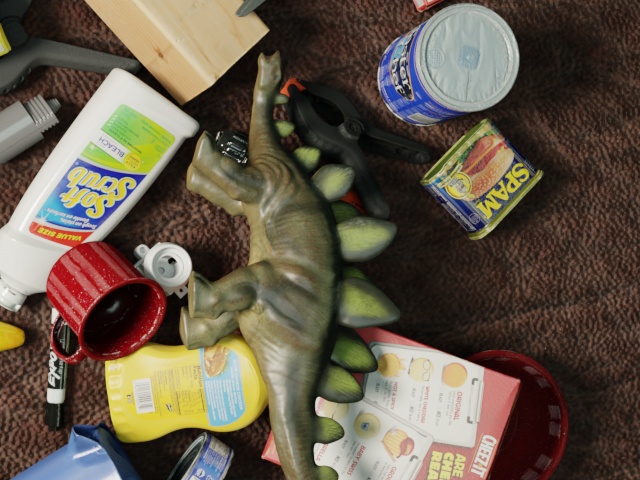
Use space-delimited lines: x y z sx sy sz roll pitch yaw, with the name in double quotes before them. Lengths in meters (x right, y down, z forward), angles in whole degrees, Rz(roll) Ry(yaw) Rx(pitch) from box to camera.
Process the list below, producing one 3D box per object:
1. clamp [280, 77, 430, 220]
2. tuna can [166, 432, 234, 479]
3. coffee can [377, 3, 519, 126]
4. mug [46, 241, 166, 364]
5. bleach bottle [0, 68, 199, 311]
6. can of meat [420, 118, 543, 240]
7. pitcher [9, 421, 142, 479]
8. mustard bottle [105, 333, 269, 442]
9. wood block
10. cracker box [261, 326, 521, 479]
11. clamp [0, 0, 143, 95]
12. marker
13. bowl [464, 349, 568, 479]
"clamp" 0.036 -0.107 1.097 0.171 0.039 0.120 48 43 1
"tuna can" -0.123 0.232 1.048 0.033 0.086 0.086 36 83 -9
"coffee can" 0.125 -0.173 1.072 0.102 0.140 0.103 0 90 -12
"mug" -0.213 0.063 1.011 0.117 0.082 0.093 -53 143 4
"bleach bottle" -0.229 -0.038 1.035 0.102 0.068 0.251 35 88 -27
"can of meat" 0.169 -0.066 1.126 0.084 0.057 0.102 45 81 -6
"pitcher" -0.271 0.293 1.001 0.242 0.145 0.149 -29 73 -7
"mustard bottle" -0.108 0.139 1.040 0.191 0.058 0.096 -7 94 4
"wood block" -0.161 -0.242 1.019 0.206 0.091 0.090 48 66 -14
"cracker box" 0.072 0.178 1.056 0.214 0.072 0.164 19 86 16
"clamp" -0.297 -0.210 1.033 0.209 0.036 0.164 -21 93 -15
"marker" -0.259 0.127 1.052 0.020 0.020 0.121 4 90 -12
"bowl" 0.177 0.194 1.128 0.162 0.055 0.162 0 90 -12
